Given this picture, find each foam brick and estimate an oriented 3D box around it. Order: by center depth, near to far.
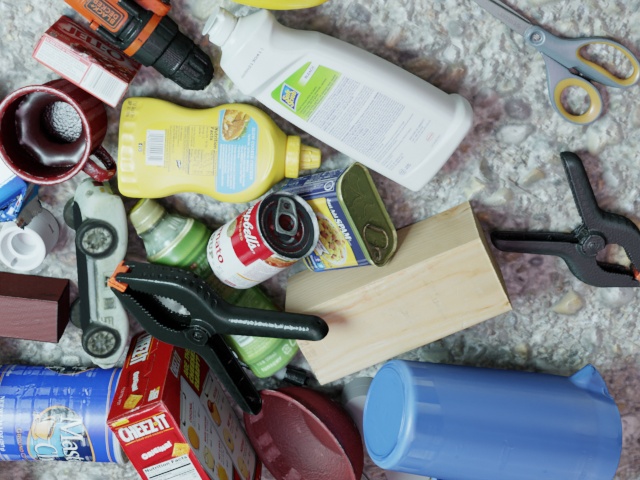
[{"bbox_3d":[-0.305,0.070,1.112,0.078,0.053,0.051,7,116,-2],"label":"foam brick"}]

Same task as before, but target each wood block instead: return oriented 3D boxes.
[{"bbox_3d":[0.076,0.053,1.073,0.206,0.091,0.090,-23,114,12],"label":"wood block"}]

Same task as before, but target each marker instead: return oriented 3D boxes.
[{"bbox_3d":[-0.069,0.133,1.155,0.121,0.020,0.020,20,114,-8],"label":"marker"}]

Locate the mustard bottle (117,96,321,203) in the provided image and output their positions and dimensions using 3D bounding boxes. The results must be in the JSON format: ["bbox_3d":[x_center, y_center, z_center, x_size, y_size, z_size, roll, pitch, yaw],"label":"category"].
[{"bbox_3d":[-0.095,-0.085,1.027,0.191,0.058,0.096,3,91,-1],"label":"mustard bottle"}]

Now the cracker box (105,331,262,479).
[{"bbox_3d":[-0.136,0.215,1.116,0.072,0.164,0.213,-22,113,9],"label":"cracker box"}]

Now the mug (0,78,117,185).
[{"bbox_3d":[-0.240,-0.100,1.006,0.117,0.081,0.093,38,107,-7],"label":"mug"}]

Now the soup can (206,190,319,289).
[{"bbox_3d":[-0.057,0.001,1.019,0.068,0.068,0.102,40,143,-16],"label":"soup can"}]

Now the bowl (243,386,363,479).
[{"bbox_3d":[-0.007,0.213,1.146,0.162,0.055,0.162,29,138,30],"label":"bowl"}]

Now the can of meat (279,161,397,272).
[{"bbox_3d":[0.015,-0.019,1.044,0.084,0.057,0.102,-9,118,37],"label":"can of meat"}]

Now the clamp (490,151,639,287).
[{"bbox_3d":[0.269,-0.012,1.066,0.171,0.039,0.120,23,119,-16],"label":"clamp"}]

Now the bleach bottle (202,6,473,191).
[{"bbox_3d":[0.012,-0.144,0.977,0.250,0.068,0.103,28,114,-20],"label":"bleach bottle"}]

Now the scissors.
[{"bbox_3d":[0.201,-0.172,1.004,0.201,0.016,0.096,17,115,-6],"label":"scissors"}]

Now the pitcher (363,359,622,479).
[{"bbox_3d":[0.168,0.199,1.082,0.242,0.149,0.145,11,151,-21],"label":"pitcher"}]

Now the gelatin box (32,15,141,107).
[{"bbox_3d":[-0.214,-0.167,0.985,0.089,0.073,0.030,31,111,-12],"label":"gelatin box"}]

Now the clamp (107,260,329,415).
[{"bbox_3d":[-0.113,0.090,1.050,0.210,0.036,0.165,25,132,-3],"label":"clamp"}]

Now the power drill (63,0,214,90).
[{"bbox_3d":[-0.130,-0.245,0.954,0.184,0.057,0.188,36,110,-21],"label":"power drill"}]

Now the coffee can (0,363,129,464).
[{"bbox_3d":[-0.273,0.185,1.138,0.140,0.103,0.103,1,116,1],"label":"coffee can"}]
